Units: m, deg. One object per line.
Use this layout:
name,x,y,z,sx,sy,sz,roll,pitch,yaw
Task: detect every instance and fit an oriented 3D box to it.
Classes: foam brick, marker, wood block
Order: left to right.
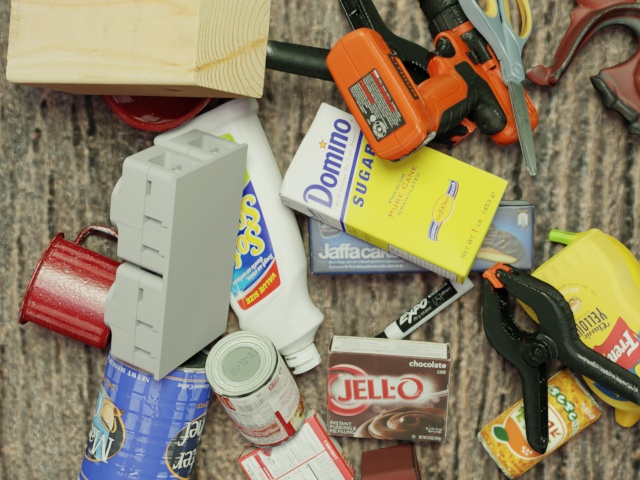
wood block,-0.153,-0.167,0.880,0.206,0.090,0.090,6,93,32
foam brick,0.067,0.226,0.985,0.051,0.078,0.053,-11,95,4
marker,0.090,0.071,0.995,0.121,0.020,0.020,-38,92,7

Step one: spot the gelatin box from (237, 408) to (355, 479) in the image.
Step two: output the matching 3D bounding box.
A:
gelatin box,-0.023,0.214,1.015,0.089,0.030,0.073,-32,94,8

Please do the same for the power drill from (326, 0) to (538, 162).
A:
power drill,0.092,-0.152,0.897,0.057,0.187,0.184,-36,82,45

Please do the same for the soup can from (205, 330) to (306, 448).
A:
soup can,-0.058,0.135,0.964,0.068,0.102,0.068,-8,53,11

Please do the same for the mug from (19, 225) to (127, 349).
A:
mug,-0.217,0.040,0.991,0.081,0.093,0.117,23,61,-3

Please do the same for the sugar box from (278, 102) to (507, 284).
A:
sugar box,0.061,-0.041,0.917,0.176,0.048,0.093,24,80,9

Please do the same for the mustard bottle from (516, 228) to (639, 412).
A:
mustard bottle,0.263,0.090,0.928,0.191,0.058,0.096,52,125,7

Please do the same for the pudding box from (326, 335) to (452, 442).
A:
pudding box,0.062,0.137,0.983,0.113,0.039,0.090,2,115,4

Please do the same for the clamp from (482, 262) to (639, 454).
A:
clamp,0.202,0.092,0.911,0.120,0.039,0.171,-24,94,25

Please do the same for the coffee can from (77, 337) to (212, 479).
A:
coffee can,-0.158,0.167,0.985,0.103,0.102,0.140,15,97,3

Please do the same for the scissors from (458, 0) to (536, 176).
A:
scissors,0.149,-0.155,0.900,0.096,0.201,0.016,27,143,-28

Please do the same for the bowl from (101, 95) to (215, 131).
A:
bowl,-0.128,-0.175,0.952,0.162,0.055,0.162,-1,89,33

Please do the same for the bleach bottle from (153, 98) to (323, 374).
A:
bleach bottle,-0.056,0.001,0.977,0.103,0.068,0.251,-23,96,20

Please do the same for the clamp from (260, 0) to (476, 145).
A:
clamp,0.052,-0.164,0.944,0.210,0.036,0.164,31,55,-15
